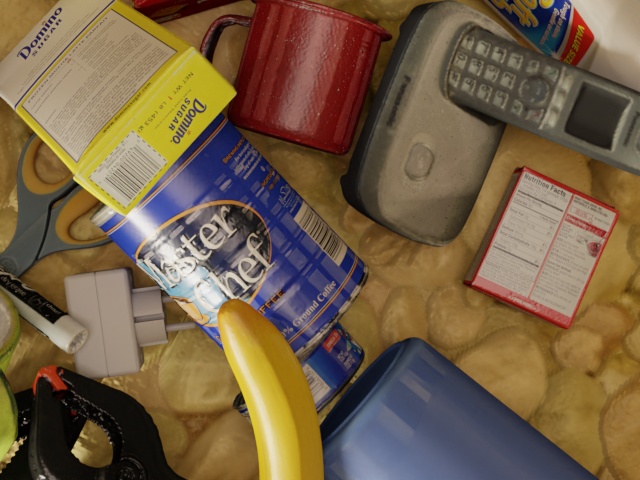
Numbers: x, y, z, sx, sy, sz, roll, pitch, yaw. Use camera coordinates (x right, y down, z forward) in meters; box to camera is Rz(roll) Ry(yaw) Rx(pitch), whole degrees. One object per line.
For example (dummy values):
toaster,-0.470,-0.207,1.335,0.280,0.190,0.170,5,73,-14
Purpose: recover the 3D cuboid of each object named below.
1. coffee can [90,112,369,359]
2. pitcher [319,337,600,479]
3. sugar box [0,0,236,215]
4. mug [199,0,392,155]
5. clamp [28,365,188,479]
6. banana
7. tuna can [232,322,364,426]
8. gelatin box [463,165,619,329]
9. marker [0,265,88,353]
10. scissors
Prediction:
coffee can,-0.054,0.001,0.651,0.103,0.103,0.140,-45,101,-4
pitcher,0.106,0.183,0.670,0.243,0.145,0.149,41,73,-1
sugar box,-0.127,-0.090,0.621,0.093,0.176,0.048,-47,127,-2
mug,-0.022,-0.105,0.672,0.117,0.093,0.081,16,93,8
clamp,-0.109,0.145,0.636,0.120,0.039,0.171,-20,77,-39
banana,-0.028,0.128,0.609,0.069,0.037,0.198,-6,102,-43
tuna can,-0.013,0.087,0.672,0.086,0.086,0.034,-43,95,-4
gelatin box,0.148,0.004,0.714,0.073,0.030,0.089,24,88,-4
marker,-0.193,0.029,0.658,0.121,0.020,0.020,33,87,18
scissors,-0.205,-0.004,0.689,0.201,0.016,0.096,-30,91,-4
